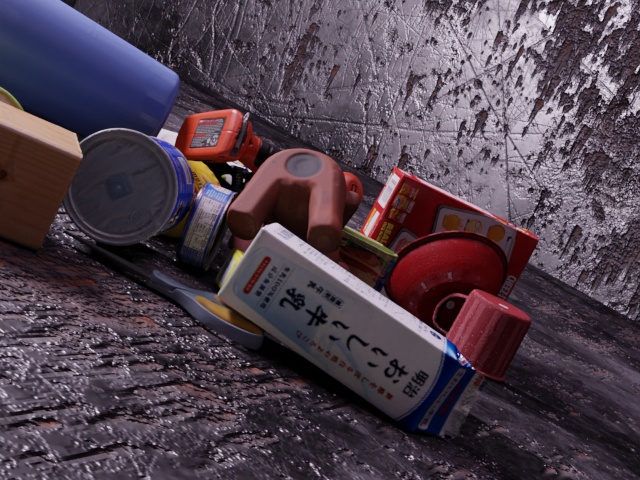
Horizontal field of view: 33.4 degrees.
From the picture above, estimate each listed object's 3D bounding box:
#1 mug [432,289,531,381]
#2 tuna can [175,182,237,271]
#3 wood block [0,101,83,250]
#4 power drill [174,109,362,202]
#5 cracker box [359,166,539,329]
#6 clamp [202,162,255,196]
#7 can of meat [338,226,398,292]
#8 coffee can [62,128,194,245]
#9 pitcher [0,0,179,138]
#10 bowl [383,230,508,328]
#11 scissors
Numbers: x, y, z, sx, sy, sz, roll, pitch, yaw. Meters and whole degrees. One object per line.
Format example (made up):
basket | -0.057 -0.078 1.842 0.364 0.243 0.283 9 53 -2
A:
mug | 0.192 0.106 1.291 0.117 0.081 0.093 31 9 24
tuna can | -0.114 -0.014 1.073 0.034 0.086 0.086 22 8 1
wood block | -0.308 -0.079 0.856 0.205 0.091 0.090 24 10 -23
power drill | -0.070 -0.080 1.199 0.187 0.057 0.185 27 -18 -37
cracker box | 0.158 0.019 1.439 0.213 0.164 0.072 25 11 -14
clamp | -0.098 -0.076 1.380 0.164 0.036 0.210 11 -13 -11
can of meat | 0.029 0.032 1.237 0.102 0.084 0.057 27 8 0
coffee can | -0.176 -0.050 0.998 0.103 0.103 0.140 27 3 -2
pitcher | -0.279 -0.195 1.159 0.242 0.149 0.145 28 -10 -18
bowl | 0.162 0.062 1.349 0.162 0.162 0.055 23 39 -26
scissors | -0.127 0.041 0.944 0.202 0.016 0.096 30 7 20
